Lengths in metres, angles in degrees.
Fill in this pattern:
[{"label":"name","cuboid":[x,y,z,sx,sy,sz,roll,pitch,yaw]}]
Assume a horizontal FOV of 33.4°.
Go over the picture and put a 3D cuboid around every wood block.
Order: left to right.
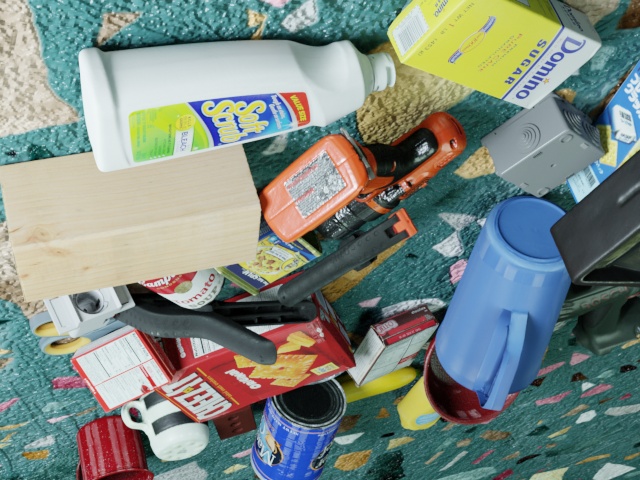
[{"label":"wood block","cuboid":[-0.163,-0.022,0.927,0.206,0.091,0.090,-11,149,-13]}]

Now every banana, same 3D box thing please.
[{"label":"banana","cuboid":[0.051,0.206,1.480,0.197,0.037,0.069,-14,150,-7]}]

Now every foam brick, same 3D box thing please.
[{"label":"foam brick","cuboid":[-0.117,0.217,1.391,0.053,0.051,0.078,-16,150,-5]}]

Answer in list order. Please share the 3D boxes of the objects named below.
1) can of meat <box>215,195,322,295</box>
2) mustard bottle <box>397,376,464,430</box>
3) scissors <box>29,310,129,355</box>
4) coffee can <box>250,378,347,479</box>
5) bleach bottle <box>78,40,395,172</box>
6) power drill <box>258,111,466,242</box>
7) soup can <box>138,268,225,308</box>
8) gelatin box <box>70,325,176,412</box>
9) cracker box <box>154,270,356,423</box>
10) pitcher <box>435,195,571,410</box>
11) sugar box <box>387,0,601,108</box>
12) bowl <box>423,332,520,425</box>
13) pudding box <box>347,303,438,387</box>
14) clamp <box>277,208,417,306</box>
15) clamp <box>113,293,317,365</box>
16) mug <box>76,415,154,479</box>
[{"label":"can of meat","cuboid":[-0.057,0.001,1.059,0.084,0.057,0.102,-29,149,14]},{"label":"mustard bottle","cuboid":[0.164,0.226,1.551,0.096,0.058,0.192,-20,156,-35]},{"label":"scissors","cuboid":[-0.219,0.095,1.167,0.201,0.016,0.096,0,147,-29]},{"label":"coffee can","cuboid":[-0.031,0.251,1.416,0.102,0.103,0.140,-4,135,-23]},{"label":"bleach bottle","cuboid":[-0.059,-0.121,0.849,0.250,0.068,0.103,-12,150,-15]},{"label":"power drill","cuboid":[0.027,-0.048,0.968,0.185,0.057,0.187,-39,169,31]},{"label":"soup can","cuboid":[-0.144,0.021,1.032,0.068,0.068,0.102,-27,150,15]},{"label":"gelatin box","cuboid":[-0.212,0.135,1.151,0.089,0.030,0.073,-26,108,14]},{"label":"cracker box","cuboid":[-0.082,0.131,1.245,0.214,0.072,0.164,-21,150,7]},{"label":"pitcher","cuboid":[0.219,0.072,1.231,0.144,0.149,0.243,-27,149,-26]},{"label":"sugar box","cuboid":[0.150,-0.170,0.898,0.175,0.048,0.093,12,138,-40]},{"label":"bowl","cuboid":[0.197,0.160,1.419,0.161,0.055,0.162,-6,106,-22]},{"label":"pudding box","cuboid":[0.090,0.134,1.361,0.089,0.039,0.114,-18,152,-30]},{"label":"clamp","cuboid":[0.029,0.017,1.077,0.120,0.039,0.172,-39,-179,-33]},{"label":"clamp","cuboid":[-0.117,0.082,1.084,0.210,0.036,0.164,6,-168,6]},{"label":"mug","cuboid":[-0.277,0.285,1.385,0.093,0.081,0.117,16,136,-45]}]
